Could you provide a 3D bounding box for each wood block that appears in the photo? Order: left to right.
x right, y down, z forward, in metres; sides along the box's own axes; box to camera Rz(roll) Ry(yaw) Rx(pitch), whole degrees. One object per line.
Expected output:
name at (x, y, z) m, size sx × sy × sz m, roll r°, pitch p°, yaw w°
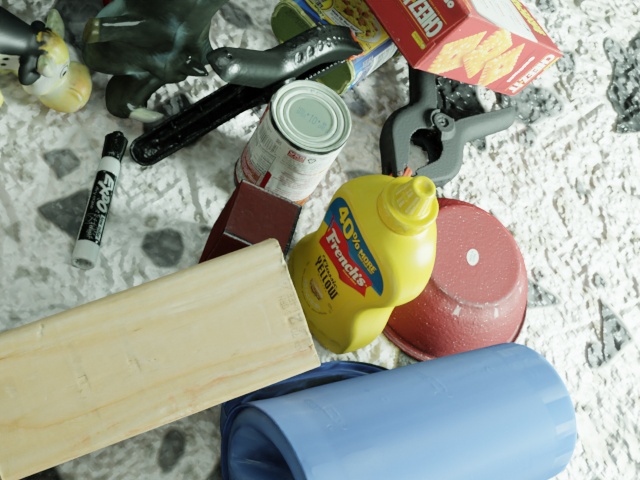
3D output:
wood block at (-0.117, 0.076, 0.699) m, size 0.206 × 0.091 × 0.090 m, roll -19°, pitch 89°, yaw -12°

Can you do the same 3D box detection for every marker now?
marker at (-0.169, -0.034, 0.822) m, size 0.020 × 0.020 × 0.121 m, roll 16°, pitch 59°, yaw -13°

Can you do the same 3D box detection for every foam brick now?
foam brick at (-0.055, 0.001, 0.815) m, size 0.053 × 0.078 × 0.051 m, roll 24°, pitch 57°, yaw -12°

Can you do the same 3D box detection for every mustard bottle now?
mustard bottle at (0.036, 0.007, 0.779) m, size 0.058 × 0.192 × 0.096 m, roll -14°, pitch 70°, yaw -28°

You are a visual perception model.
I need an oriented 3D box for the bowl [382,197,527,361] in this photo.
bowl at (0.112, 0.023, 0.884) m, size 0.162 × 0.055 × 0.162 m, roll 9°, pitch 61°, yaw -17°

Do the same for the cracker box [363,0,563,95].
cracker box at (0.108, -0.217, 0.941) m, size 0.213 × 0.072 × 0.164 m, roll 0°, pitch 54°, yaw -59°

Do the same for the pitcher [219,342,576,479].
pitcher at (0.055, 0.144, 0.762) m, size 0.242 × 0.145 × 0.149 m, roll -12°, pitch 81°, yaw -31°

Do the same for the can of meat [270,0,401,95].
can of meat at (0.017, -0.190, 0.959) m, size 0.102 × 0.058 × 0.083 m, roll 46°, pitch 58°, yaw 6°

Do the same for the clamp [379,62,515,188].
clamp at (0.096, -0.109, 0.957) m, size 0.120 × 0.039 × 0.171 m, roll 41°, pitch 52°, yaw 4°

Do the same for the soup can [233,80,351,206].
soup can at (-0.024, -0.073, 0.852) m, size 0.068 × 0.102 × 0.068 m, roll 9°, pitch 60°, yaw -17°

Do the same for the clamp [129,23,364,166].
clamp at (-0.040, -0.132, 0.837) m, size 0.209 × 0.165 × 0.036 m, roll -29°, pitch 88°, yaw -30°
